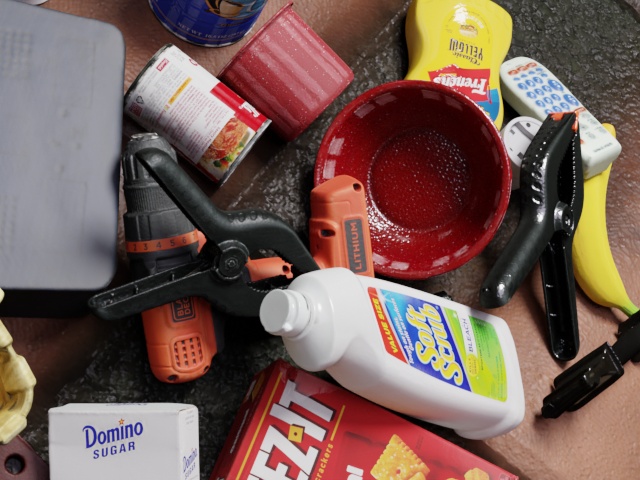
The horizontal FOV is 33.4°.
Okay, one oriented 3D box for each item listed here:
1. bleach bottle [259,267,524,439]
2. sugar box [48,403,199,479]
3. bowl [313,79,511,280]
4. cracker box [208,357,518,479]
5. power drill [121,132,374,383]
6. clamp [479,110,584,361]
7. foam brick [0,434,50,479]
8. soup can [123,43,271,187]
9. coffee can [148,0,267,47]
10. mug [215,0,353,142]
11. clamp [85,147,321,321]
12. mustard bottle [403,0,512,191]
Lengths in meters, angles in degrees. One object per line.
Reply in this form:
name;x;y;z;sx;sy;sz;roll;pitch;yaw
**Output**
bleach bottle;0.053;0.082;0.782;0.250;0.068;0.102;19;57;-45
sugar box;-0.126;0.195;0.692;0.093;0.048;0.176;-1;85;12
bowl;0.078;-0.050;0.883;0.162;0.055;0.162;1;94;14
cracker box;0.024;0.207;0.780;0.213;0.072;0.164;28;62;-9
power drill;-0.055;0.001;0.808;0.187;0.057;0.184;-11;101;-25
clamp;0.185;-0.014;0.888;0.164;0.036;0.210;23;72;-53
foam brick;-0.222;0.167;0.707;0.053;0.051;0.078;46;61;-1
soup can;-0.099;-0.100;0.849;0.102;0.069;0.068;38;61;-4
coffee can;-0.077;-0.237;0.869;0.102;0.140;0.103;8;68;-19
mug;-0.025;-0.140;0.892;0.081;0.093;0.117;44;24;-7
clamp;-0.071;0.001;0.741;0.171;0.039;0.120;4;111;-32
mustard bottle;0.117;-0.130;0.954;0.096;0.058;0.191;16;66;-14
